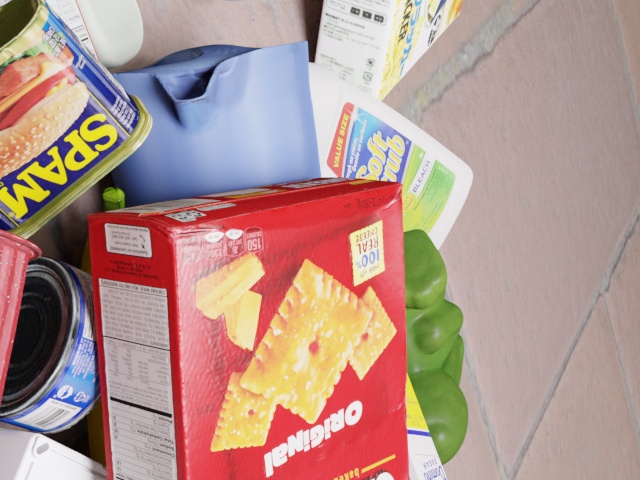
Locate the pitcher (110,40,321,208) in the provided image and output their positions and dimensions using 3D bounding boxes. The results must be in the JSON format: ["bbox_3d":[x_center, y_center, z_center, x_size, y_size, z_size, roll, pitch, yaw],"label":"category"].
[{"bbox_3d":[-0.054,0.001,0.665,0.148,0.145,0.243,-20,105,-45],"label":"pitcher"}]

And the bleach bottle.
[{"bbox_3d":[0.020,-0.065,0.835,0.250,0.068,0.102,25,95,-48],"label":"bleach bottle"}]

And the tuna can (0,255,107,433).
[{"bbox_3d":[-0.142,0.052,0.538,0.033,0.086,0.086,32,57,-49],"label":"tuna can"}]

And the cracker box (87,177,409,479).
[{"bbox_3d":[-0.027,0.081,0.551,0.163,0.072,0.214,-12,103,-46],"label":"cracker box"}]

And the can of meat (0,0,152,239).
[{"bbox_3d":[-0.151,-0.062,0.536,0.084,0.102,0.057,50,2,-37],"label":"can of meat"}]
